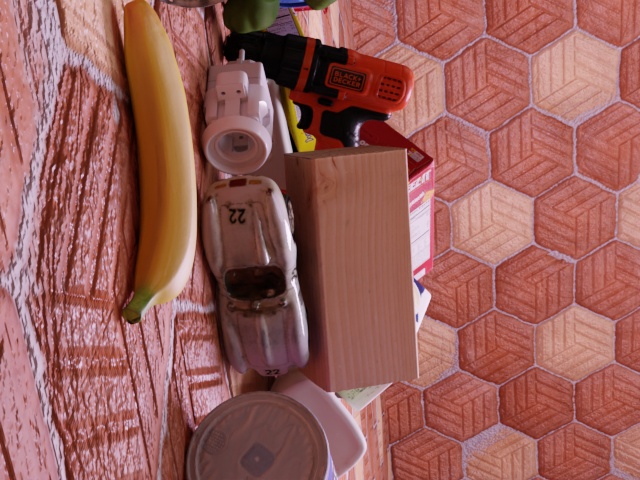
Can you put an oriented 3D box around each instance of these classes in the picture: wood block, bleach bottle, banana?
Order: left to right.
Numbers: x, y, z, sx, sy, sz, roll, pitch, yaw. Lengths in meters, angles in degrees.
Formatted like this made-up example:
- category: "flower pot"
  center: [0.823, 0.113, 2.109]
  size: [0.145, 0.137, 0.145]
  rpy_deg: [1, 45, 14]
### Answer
- category: "banana"
  center: [-0.099, -0.046, 0.662]
  size: [0.069, 0.037, 0.198]
  rpy_deg: [52, 35, -81]
- category: "bleach bottle"
  center: [-0.016, 0.169, 1.109]
  size: [0.102, 0.068, 0.251]
  rpy_deg: [51, -2, -8]
- category: "wood block"
  center: [0.027, 0.022, 0.964]
  size: [0.090, 0.090, 0.206]
  rpy_deg: [-159, -117, -70]

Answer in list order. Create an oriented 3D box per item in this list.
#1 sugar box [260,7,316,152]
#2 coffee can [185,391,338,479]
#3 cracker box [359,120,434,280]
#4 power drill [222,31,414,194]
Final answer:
- category: "sugar box"
  center: [-0.034, -0.187, 1.129]
  size: [0.093, 0.048, 0.176]
  rpy_deg: [80, -11, -54]
- category: "coffee can"
  center: [-0.037, 0.188, 0.808]
  size: [0.140, 0.103, 0.103]
  rpy_deg: [77, 11, -59]
- category: "cracker box"
  center: [0.053, -0.054, 1.258]
  size: [0.164, 0.072, 0.214]
  rpy_deg: [41, -23, 28]
- category: "power drill"
  center: [-0.018, -0.100, 1.025]
  size: [0.057, 0.184, 0.188]
  rpy_deg: [-95, -161, -70]
